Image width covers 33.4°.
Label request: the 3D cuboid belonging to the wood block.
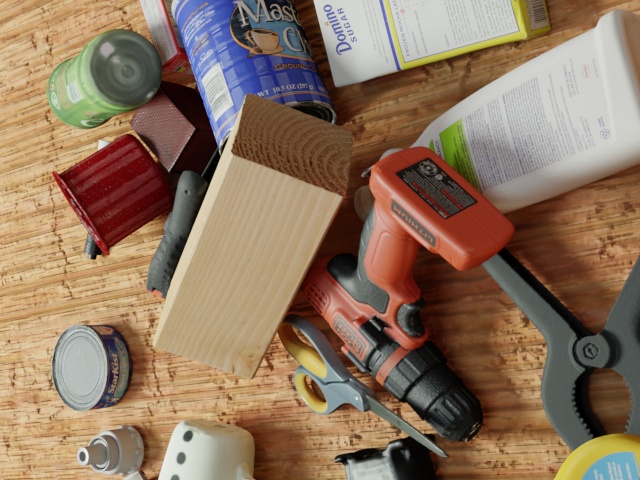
[{"bbox_3d":[-0.055,0.001,0.847,0.090,0.090,0.206,-82,15,-52],"label":"wood block"}]

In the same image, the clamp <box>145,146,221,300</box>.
[{"bbox_3d":[-0.113,-0.021,0.958,0.039,0.120,0.172,34,129,6],"label":"clamp"}]

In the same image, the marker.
[{"bbox_3d":[-0.222,-0.040,1.076,0.020,0.020,0.121,13,96,38],"label":"marker"}]

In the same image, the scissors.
[{"bbox_3d":[0.029,0.132,0.838,0.202,0.016,0.096,41,146,37],"label":"scissors"}]

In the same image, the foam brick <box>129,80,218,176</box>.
[{"bbox_3d":[-0.129,-0.103,0.985,0.078,0.051,0.053,49,117,29],"label":"foam brick"}]

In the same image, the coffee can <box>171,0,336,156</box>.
[{"bbox_3d":[-0.057,-0.149,0.898,0.103,0.102,0.140,-31,70,33],"label":"coffee can"}]

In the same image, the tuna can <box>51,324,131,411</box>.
[{"bbox_3d":[-0.228,0.126,1.064,0.086,0.033,0.086,-2,86,38],"label":"tuna can"}]

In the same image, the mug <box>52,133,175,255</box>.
[{"bbox_3d":[-0.192,-0.044,1.006,0.081,0.117,0.093,-34,87,-14],"label":"mug"}]

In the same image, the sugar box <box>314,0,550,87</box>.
[{"bbox_3d":[0.080,-0.182,0.818,0.177,0.048,0.093,-7,100,40],"label":"sugar box"}]

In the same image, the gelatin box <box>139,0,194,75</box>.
[{"bbox_3d":[-0.123,-0.193,0.971,0.030,0.073,0.089,-32,69,33],"label":"gelatin box"}]

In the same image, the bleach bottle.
[{"bbox_3d":[0.126,-0.070,0.778,0.251,0.067,0.102,-21,75,38],"label":"bleach bottle"}]

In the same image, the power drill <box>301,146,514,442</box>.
[{"bbox_3d":[0.071,0.040,0.778,0.184,0.057,0.188,44,139,21],"label":"power drill"}]

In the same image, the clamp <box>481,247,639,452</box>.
[{"bbox_3d":[0.199,0.067,0.729,0.165,0.036,0.210,-21,77,34],"label":"clamp"}]
